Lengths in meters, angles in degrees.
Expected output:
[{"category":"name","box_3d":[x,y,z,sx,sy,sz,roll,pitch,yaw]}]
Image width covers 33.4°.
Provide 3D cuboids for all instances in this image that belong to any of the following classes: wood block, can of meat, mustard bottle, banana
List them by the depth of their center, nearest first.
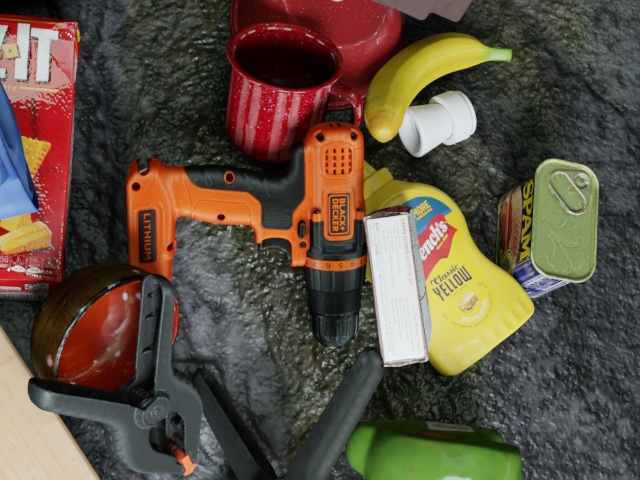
[{"category":"wood block","box_3d":[-0.222,0.153,0.753,0.090,0.090,0.206,-32,86,-19]},{"category":"mustard bottle","box_3d":[0.083,0.011,0.884,0.096,0.058,0.191,-37,86,-8]},{"category":"can of meat","box_3d":[0.189,-0.007,0.902,0.057,0.084,0.102,10,74,-12]},{"category":"banana","box_3d":[0.085,-0.139,0.908,0.197,0.070,0.037,-37,130,-38]}]

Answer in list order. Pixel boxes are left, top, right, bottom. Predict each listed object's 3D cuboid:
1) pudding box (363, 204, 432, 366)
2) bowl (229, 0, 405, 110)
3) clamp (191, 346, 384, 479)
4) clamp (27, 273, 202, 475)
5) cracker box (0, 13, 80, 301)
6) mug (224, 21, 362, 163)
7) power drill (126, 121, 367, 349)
[{"category":"pudding box","box_3d":[0.059,0.032,0.810,0.039,0.090,0.113,-9,93,8]},{"category":"bowl","box_3d":[0.006,-0.197,0.920,0.162,0.055,0.162,4,75,-14]},{"category":"clamp","box_3d":[-0.036,0.180,0.775,0.036,0.165,0.210,28,64,-53]},{"category":"clamp","box_3d":[-0.122,0.104,0.759,0.120,0.171,0.039,-45,51,-12]},{"category":"cracker box","box_3d":[-0.270,-0.066,0.806,0.164,0.072,0.213,3,75,-13]},{"category":"mug","box_3d":[-0.023,-0.113,0.860,0.117,0.082,0.093,18,44,5]},{"category":"power drill","box_3d":[-0.055,0.001,0.832,0.187,0.057,0.184,-3,106,-9]}]
